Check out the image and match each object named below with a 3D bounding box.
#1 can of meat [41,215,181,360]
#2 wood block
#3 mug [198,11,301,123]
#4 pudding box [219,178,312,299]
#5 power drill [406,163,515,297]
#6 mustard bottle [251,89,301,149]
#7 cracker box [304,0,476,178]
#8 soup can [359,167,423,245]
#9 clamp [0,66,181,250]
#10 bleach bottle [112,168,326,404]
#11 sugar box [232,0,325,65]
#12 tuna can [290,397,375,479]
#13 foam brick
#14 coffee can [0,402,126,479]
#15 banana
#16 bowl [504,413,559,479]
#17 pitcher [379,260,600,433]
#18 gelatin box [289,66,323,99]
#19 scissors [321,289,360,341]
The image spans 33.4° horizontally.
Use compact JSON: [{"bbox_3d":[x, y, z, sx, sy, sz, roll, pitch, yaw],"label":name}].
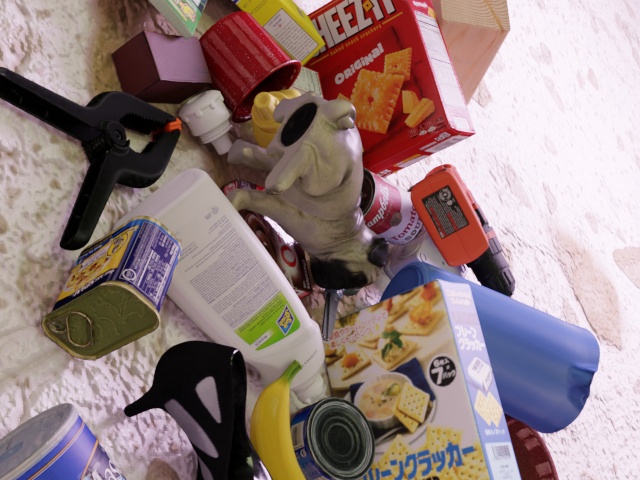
[{"bbox_3d":[-0.164,0.037,0.853,0.057,0.102,0.084,45,37,-26],"label":"can of meat"},{"bbox_3d":[0.159,-0.237,1.361,0.090,0.206,0.091,7,57,-12],"label":"wood block"},{"bbox_3d":[-0.080,-0.180,1.119,0.081,0.093,0.117,49,-7,9],"label":"mug"},{"bbox_3d":[-0.057,0.001,1.075,0.089,0.039,0.113,17,56,-49],"label":"pudding box"},{"bbox_3d":[0.168,-0.009,1.247,0.184,0.057,0.187,60,11,8],"label":"power drill"},{"bbox_3d":[-0.025,-0.103,1.116,0.191,0.058,0.096,45,38,-61],"label":"mustard bottle"},{"bbox_3d":[0.069,-0.191,1.258,0.072,0.164,0.214,1,69,-56],"label":"cracker box"},{"bbox_3d":[0.067,-0.038,1.242,0.102,0.069,0.068,23,52,-46],"label":"soup can"},{"bbox_3d":[-0.199,-0.094,0.945,0.164,0.036,0.209,61,32,-5],"label":"clamp"},{"bbox_3d":[-0.077,0.059,0.979,0.102,0.068,0.250,-39,115,-11],"label":"bleach bottle"},{"bbox_3d":[-0.074,-0.280,1.200,0.176,0.048,0.093,42,13,-34],"label":"sugar box"},{"bbox_3d":[0.011,0.196,1.033,0.086,0.034,0.086,19,57,-31],"label":"tuna can"},{"bbox_3d":[-0.154,-0.167,1.041,0.078,0.051,0.053,-6,75,-55],"label":"foam brick"},{"bbox_3d":[-0.173,0.198,0.735,0.140,0.103,0.102,57,34,-12],"label":"coffee can"},{"bbox_3d":[-0.020,0.213,0.972,0.037,0.069,0.198,-125,-163,-86],"label":"banana"},{"bbox_3d":[0.222,0.288,1.258,0.161,0.055,0.162,32,46,-40],"label":"bowl"},{"bbox_3d":[0.182,0.118,1.222,0.242,0.149,0.145,26,35,-19],"label":"pitcher"},{"bbox_3d":[-0.033,-0.167,1.226,0.089,0.030,0.073,13,57,-49],"label":"gelatin box"},{"bbox_3d":[0.003,0.038,1.114,0.096,0.016,0.201,54,19,-1],"label":"scissors"}]
